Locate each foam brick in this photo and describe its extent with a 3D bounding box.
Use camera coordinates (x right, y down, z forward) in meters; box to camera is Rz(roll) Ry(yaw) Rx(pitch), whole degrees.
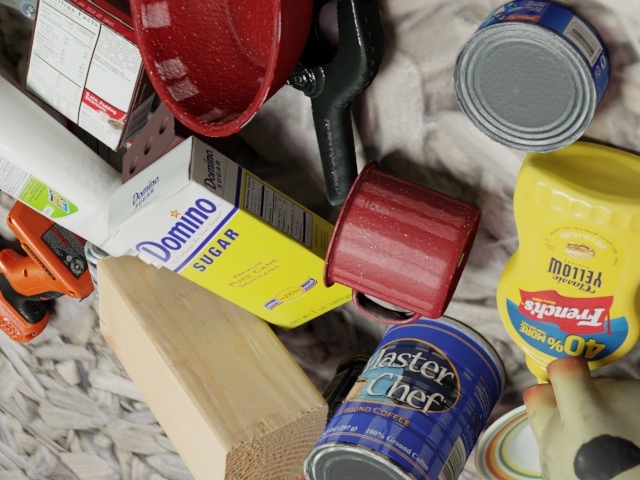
[{"bbox_3d":[-0.103,-0.059,0.772,0.051,0.053,0.078,23,128,-28],"label":"foam brick"}]

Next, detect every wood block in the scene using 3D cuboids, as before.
[{"bbox_3d":[-0.089,0.097,0.838,0.206,0.090,0.091,49,148,34],"label":"wood block"}]

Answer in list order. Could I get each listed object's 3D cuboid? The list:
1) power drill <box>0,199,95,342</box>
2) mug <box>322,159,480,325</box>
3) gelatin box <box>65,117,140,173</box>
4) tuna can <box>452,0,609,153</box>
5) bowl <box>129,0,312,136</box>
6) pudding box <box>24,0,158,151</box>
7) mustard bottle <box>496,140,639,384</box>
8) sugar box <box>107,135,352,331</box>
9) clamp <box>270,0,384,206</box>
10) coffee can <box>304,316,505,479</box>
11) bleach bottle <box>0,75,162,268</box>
[{"bbox_3d":[-0.292,0.008,0.993,0.188,0.057,0.184,-19,119,47],"label":"power drill"},{"bbox_3d":[0.055,0.012,0.723,0.081,0.093,0.117,21,127,11],"label":"mug"},{"bbox_3d":[-0.156,-0.063,0.849,0.089,0.030,0.073,20,136,16],"label":"gelatin box"},{"bbox_3d":[0.122,-0.095,0.620,0.086,0.033,0.086,20,136,20],"label":"tuna can"},{"bbox_3d":[-0.054,-0.147,0.654,0.162,0.055,0.162,21,118,46],"label":"bowl"},{"bbox_3d":[-0.161,-0.129,0.762,0.090,0.039,0.114,35,139,4],"label":"pudding box"},{"bbox_3d":[0.164,0.029,0.687,0.096,0.058,0.192,17,136,16],"label":"mustard bottle"},{"bbox_3d":[-0.055,0.001,0.764,0.176,0.048,0.093,29,136,-36],"label":"sugar box"},{"bbox_3d":[-0.013,-0.112,0.698,0.120,0.039,0.172,26,130,15],"label":"clamp"},{"bbox_3d":[0.065,0.137,0.792,0.103,0.140,0.103,19,136,20],"label":"coffee can"},{"bbox_3d":[-0.220,-0.061,0.816,0.250,0.068,0.103,37,156,-12],"label":"bleach bottle"}]
